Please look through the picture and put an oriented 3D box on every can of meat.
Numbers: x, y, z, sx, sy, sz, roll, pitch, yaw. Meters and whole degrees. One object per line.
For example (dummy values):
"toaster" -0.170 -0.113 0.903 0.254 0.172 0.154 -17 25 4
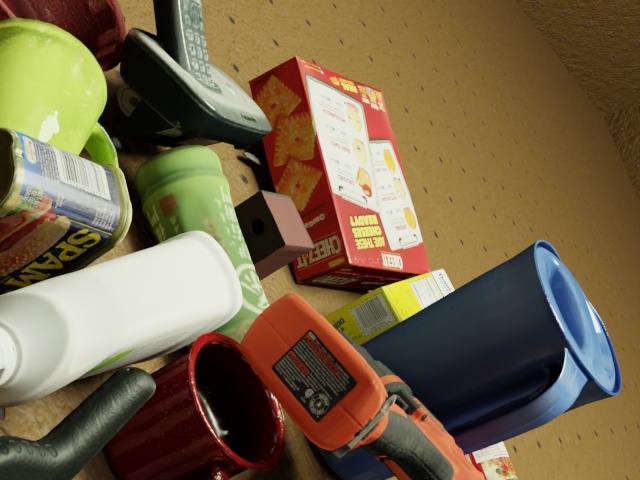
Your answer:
"can of meat" -0.176 -0.015 0.619 0.083 0.102 0.057 24 41 -51

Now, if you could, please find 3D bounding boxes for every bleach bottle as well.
"bleach bottle" -0.126 0.044 0.597 0.068 0.103 0.250 62 11 3

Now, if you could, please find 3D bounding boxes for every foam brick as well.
"foam brick" -0.056 0.001 0.877 0.051 0.078 0.053 6 55 -62

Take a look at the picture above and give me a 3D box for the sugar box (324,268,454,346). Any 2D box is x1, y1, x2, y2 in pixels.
"sugar box" 0.062 0.071 1.015 0.048 0.093 0.176 63 22 5

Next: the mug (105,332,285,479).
"mug" -0.081 0.126 0.670 0.093 0.082 0.117 40 30 -39

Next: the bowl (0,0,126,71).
"bowl" -0.218 -0.181 0.785 0.162 0.055 0.162 45 27 -31

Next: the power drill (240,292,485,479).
"power drill" 0.022 0.103 0.729 0.185 0.057 0.187 43 2 36

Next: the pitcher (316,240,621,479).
"pitcher" 0.108 0.114 0.864 0.149 0.243 0.145 21 45 -56

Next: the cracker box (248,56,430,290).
"cracker box" 0.020 -0.061 1.073 0.163 0.072 0.214 9 63 -56

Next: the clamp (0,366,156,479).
"clamp" -0.147 0.143 0.547 0.171 0.039 0.120 -18 110 -52
